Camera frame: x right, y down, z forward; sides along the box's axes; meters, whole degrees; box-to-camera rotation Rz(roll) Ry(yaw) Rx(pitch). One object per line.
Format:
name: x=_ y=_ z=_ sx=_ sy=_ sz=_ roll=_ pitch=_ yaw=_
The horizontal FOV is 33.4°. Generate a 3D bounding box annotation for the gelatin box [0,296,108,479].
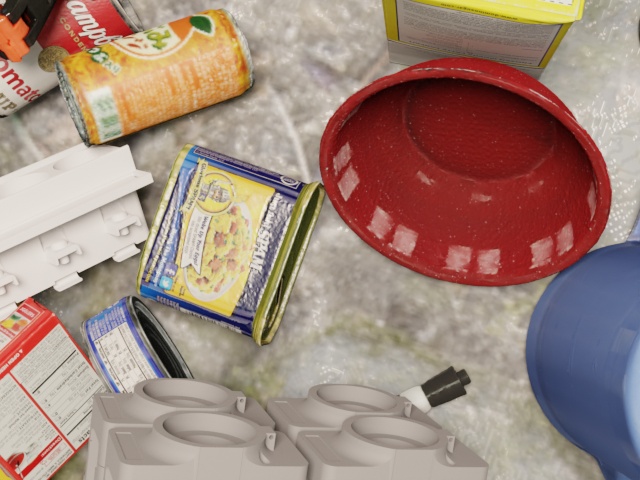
gelatin box: x=-0.161 y=0.088 z=0.594 sx=0.030 sy=0.089 sz=0.073 roll=24 pitch=60 yaw=40

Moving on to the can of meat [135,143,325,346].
can of meat: x=-0.054 y=0.001 z=0.636 sx=0.084 sy=0.057 sz=0.102 roll=20 pitch=90 yaw=8

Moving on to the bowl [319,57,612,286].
bowl: x=0.083 y=-0.047 z=0.597 sx=0.162 sy=0.162 sz=0.055 roll=17 pitch=51 yaw=6

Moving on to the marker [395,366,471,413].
marker: x=0.035 y=0.109 z=0.643 sx=0.121 sy=0.020 sz=0.020 roll=-28 pitch=86 yaw=4

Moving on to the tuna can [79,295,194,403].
tuna can: x=-0.102 y=0.075 z=0.623 sx=0.034 sy=0.086 sz=0.086 roll=-32 pitch=86 yaw=-2

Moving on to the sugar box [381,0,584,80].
sugar box: x=0.082 y=-0.123 z=0.565 sx=0.093 sy=0.176 sz=0.048 roll=12 pitch=92 yaw=5

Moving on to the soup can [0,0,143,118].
soup can: x=-0.168 y=-0.128 z=0.643 sx=0.102 sy=0.068 sz=0.068 roll=-31 pitch=86 yaw=3
